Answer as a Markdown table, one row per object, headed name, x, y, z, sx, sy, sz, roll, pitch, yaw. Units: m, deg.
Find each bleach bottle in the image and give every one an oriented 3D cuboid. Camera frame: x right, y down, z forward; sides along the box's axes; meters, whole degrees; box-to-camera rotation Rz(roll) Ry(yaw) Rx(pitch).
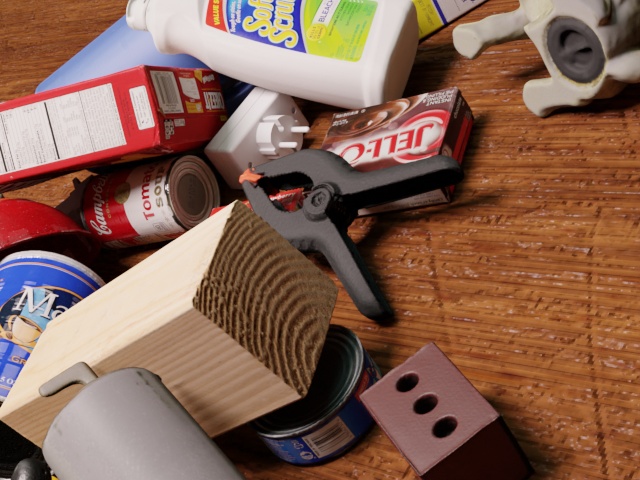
| name | x | y | z | sx | sy | sz | roll | pitch | yaw |
| --- | --- | --- | --- | --- | --- | --- | --- | --- | --- |
| bleach bottle | -0.050 | -0.170 | 0.900 | 0.251 | 0.068 | 0.102 | 11 | 63 | 17 |

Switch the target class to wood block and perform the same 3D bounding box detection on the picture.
| name | x | y | z | sx | sy | sz | roll | pitch | yaw |
| --- | --- | --- | --- | --- | --- | --- | --- | --- | --- |
| wood block | -0.098 | 0.071 | 0.670 | 0.207 | 0.090 | 0.090 | -30 | 29 | 38 |

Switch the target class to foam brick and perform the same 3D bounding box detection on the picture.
| name | x | y | z | sx | sy | sz | roll | pitch | yaw |
| --- | --- | --- | --- | --- | --- | --- | --- | --- | --- |
| foam brick | 0.066 | 0.102 | 0.568 | 0.053 | 0.051 | 0.078 | -37 | 33 | -4 |

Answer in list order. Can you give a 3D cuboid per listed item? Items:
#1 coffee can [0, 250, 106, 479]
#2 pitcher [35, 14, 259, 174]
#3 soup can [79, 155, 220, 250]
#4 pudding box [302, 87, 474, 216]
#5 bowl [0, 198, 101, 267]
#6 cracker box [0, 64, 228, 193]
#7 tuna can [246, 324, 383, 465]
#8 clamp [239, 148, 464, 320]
| name | x | y | z | sx | sy | sz | roll | pitch | yaw |
| --- | --- | --- | --- | --- | --- | --- | --- | --- | --- |
| coffee can | -0.218 | 0.092 | 0.787 | 0.103 | 0.102 | 0.140 | -18 | 37 | 24 |
| pitcher | -0.149 | -0.164 | 1.033 | 0.243 | 0.145 | 0.149 | -33 | 9 | 10 |
| soup can | -0.144 | -0.032 | 0.906 | 0.102 | 0.068 | 0.068 | -9 | 41 | 34 |
| pudding box | 0.052 | -0.064 | 0.799 | 0.114 | 0.039 | 0.090 | -10 | 42 | 34 |
| bowl | -0.267 | 0.012 | 0.883 | 0.162 | 0.162 | 0.055 | -29 | 76 | 9 |
| cracker box | -0.204 | -0.091 | 0.909 | 0.214 | 0.072 | 0.164 | -12 | 5 | 16 |
| tuna can | -0.004 | 0.095 | 0.656 | 0.086 | 0.033 | 0.086 | -24 | 35 | 18 |
| clamp | 0.017 | -0.028 | 0.745 | 0.172 | 0.039 | 0.120 | 32 | 79 | 38 |
